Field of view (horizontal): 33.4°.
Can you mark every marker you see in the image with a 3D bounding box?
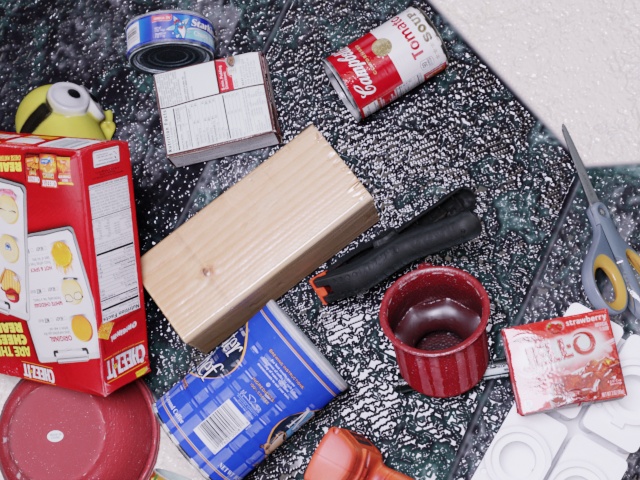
[{"bbox_3d":[0.124,0.120,0.954,0.121,0.020,0.020,-10,76,6],"label":"marker"}]

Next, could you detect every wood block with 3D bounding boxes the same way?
[{"bbox_3d":[-0.057,0.001,0.973,0.206,0.090,0.091,-37,76,-1],"label":"wood block"}]

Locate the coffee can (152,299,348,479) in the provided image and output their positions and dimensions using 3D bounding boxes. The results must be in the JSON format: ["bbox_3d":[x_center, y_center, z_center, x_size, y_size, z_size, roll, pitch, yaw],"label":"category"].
[{"bbox_3d":[-0.061,0.136,0.935,0.140,0.102,0.103,-41,75,-2],"label":"coffee can"}]

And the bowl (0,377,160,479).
[{"bbox_3d":[-0.232,0.178,0.977,0.162,0.055,0.162,-2,77,9],"label":"bowl"}]

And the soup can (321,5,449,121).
[{"bbox_3d":[0.062,-0.167,1.006,0.102,0.068,0.068,-31,75,-1],"label":"soup can"}]

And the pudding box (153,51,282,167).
[{"bbox_3d":[-0.100,-0.128,1.037,0.113,0.039,0.090,-13,76,7],"label":"pudding box"}]

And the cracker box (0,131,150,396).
[{"bbox_3d":[-0.237,0.015,0.940,0.164,0.072,0.214,6,107,32],"label":"cracker box"}]

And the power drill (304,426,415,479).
[{"bbox_3d":[0.082,0.219,0.863,0.188,0.184,0.057,27,82,23],"label":"power drill"}]

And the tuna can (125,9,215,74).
[{"bbox_3d":[-0.145,-0.190,1.033,0.086,0.086,0.034,-7,78,7],"label":"tuna can"}]

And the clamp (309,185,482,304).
[{"bbox_3d":[0.072,0.003,0.963,0.172,0.120,0.039,-25,96,20],"label":"clamp"}]

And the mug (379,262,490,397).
[{"bbox_3d":[0.101,0.074,0.930,0.093,0.081,0.117,-13,49,3],"label":"mug"}]

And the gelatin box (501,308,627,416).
[{"bbox_3d":[0.199,0.101,0.877,0.089,0.030,0.073,-11,75,6],"label":"gelatin box"}]
